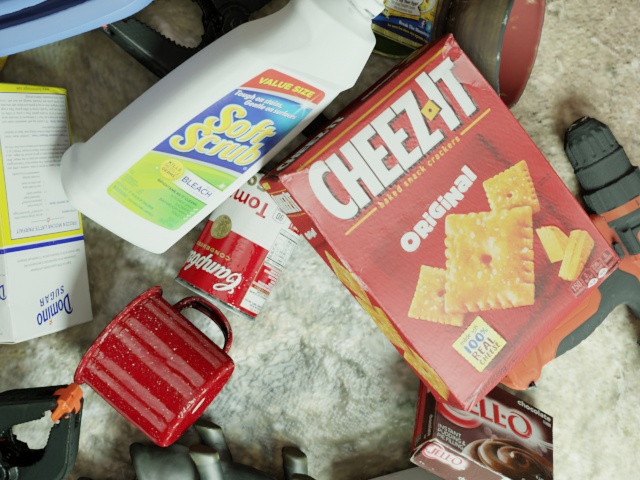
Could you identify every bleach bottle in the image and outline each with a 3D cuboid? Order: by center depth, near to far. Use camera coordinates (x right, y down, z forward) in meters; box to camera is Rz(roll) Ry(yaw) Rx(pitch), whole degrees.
[{"bbox_3d":[-0.059,-0.098,0.731,0.251,0.068,0.102,-39,130,20],"label":"bleach bottle"}]

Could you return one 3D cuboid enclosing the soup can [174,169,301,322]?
[{"bbox_3d":[-0.055,0.001,0.798,0.068,0.068,0.102,29,86,-11],"label":"soup can"}]

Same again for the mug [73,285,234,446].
[{"bbox_3d":[-0.110,0.087,0.777,0.081,0.093,0.117,40,49,7],"label":"mug"}]

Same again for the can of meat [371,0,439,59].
[{"bbox_3d":[0.045,-0.189,0.797,0.101,0.058,0.084,13,87,-40],"label":"can of meat"}]

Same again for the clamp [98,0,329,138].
[{"bbox_3d":[-0.063,-0.166,0.781,0.209,0.036,0.164,9,88,-30],"label":"clamp"}]

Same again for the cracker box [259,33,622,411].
[{"bbox_3d":[0.088,-0.012,0.762,0.164,0.072,0.213,-41,100,-11],"label":"cracker box"}]

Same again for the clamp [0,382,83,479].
[{"bbox_3d":[-0.225,0.168,0.767,0.172,0.039,0.120,-32,110,21],"label":"clamp"}]

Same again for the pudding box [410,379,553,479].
[{"bbox_3d":[0.128,0.154,0.832,0.113,0.090,0.039,31,128,-13],"label":"pudding box"}]

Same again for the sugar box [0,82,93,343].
[{"bbox_3d":[-0.212,-0.021,0.755,0.048,0.093,0.176,-1,95,24],"label":"sugar box"}]
